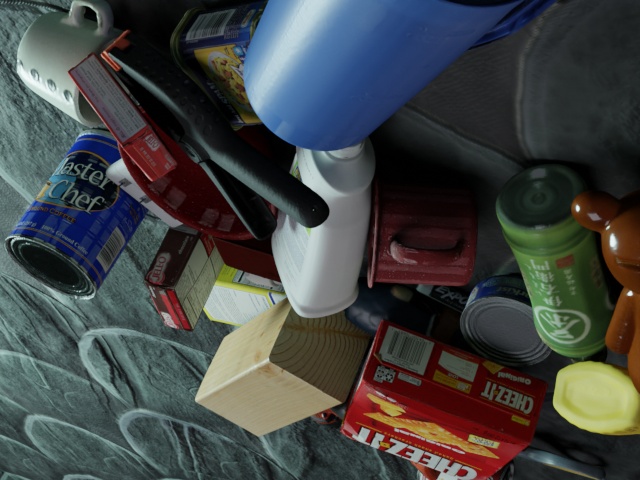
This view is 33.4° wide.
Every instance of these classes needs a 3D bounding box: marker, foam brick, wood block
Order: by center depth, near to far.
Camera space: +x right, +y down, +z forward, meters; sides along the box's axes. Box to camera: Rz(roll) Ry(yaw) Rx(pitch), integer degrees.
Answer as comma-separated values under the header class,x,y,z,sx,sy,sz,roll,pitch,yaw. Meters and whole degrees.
class,x,y,z,sx,sy,sz,roll,pitch,yaw
marker,0.123,0.054,1.016,0.121,0.020,0.020,26,152,4
foam brick,-0.057,0.001,1.054,0.078,0.051,0.053,17,151,21
wood block,-0.043,0.133,1.127,0.090,0.090,0.206,32,150,-13

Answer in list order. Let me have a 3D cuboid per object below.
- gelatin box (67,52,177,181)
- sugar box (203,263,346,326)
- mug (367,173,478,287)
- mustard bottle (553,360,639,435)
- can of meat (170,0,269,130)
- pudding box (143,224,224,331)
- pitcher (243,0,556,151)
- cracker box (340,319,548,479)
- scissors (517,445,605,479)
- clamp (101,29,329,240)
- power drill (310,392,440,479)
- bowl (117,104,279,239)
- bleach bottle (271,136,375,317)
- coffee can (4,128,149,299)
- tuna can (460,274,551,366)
class,x,y,z,sx,sy,sz,roll,pitch,yaw
gelatin box,-0.157,-0.097,0.853,0.089,0.030,0.073,50,175,21
sugar box,-0.054,0.063,1.162,0.176,0.048,0.093,8,147,25
mug,0.082,-0.003,0.856,0.081,0.093,0.117,3,-167,0
mustard bottle,0.299,0.143,0.918,0.191,0.058,0.096,12,174,-32
can of meat,-0.051,-0.135,0.820,0.084,0.057,0.102,1,141,38
pudding box,-0.134,0.024,1.094,0.039,0.113,0.090,15,149,16
pitcher,0.043,-0.146,0.662,0.149,0.144,0.243,43,154,-2
cracker box,0.113,0.168,1.054,0.164,0.072,0.214,21,157,4
scissors,0.235,0.240,1.209,0.202,0.016,0.096,10,168,43
clamp,-0.088,-0.076,0.842,0.210,0.036,0.165,44,164,-3
power drill,0.062,0.220,1.273,0.188,0.057,0.184,23,165,19
bowl,-0.098,-0.075,0.949,0.162,0.055,0.162,20,144,15
bleach bottle,0.007,-0.024,0.892,0.251,0.068,0.102,107,143,-66
coffee can,-0.234,-0.026,1.071,0.103,0.140,0.103,21,151,12
tuna can,0.172,0.072,0.966,0.086,0.033,0.086,15,134,15
